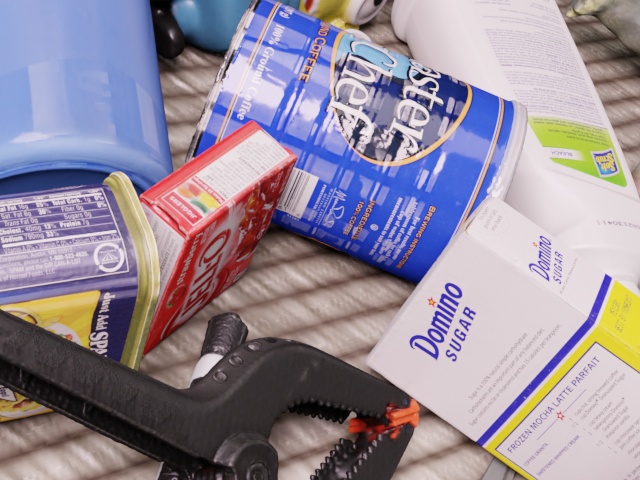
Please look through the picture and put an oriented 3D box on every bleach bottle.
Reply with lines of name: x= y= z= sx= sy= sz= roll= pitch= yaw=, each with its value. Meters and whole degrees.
bleach bottle: x=0.119 y=-0.056 z=0.608 sx=0.102 sy=0.068 sz=0.251 roll=3 pitch=51 yaw=-22

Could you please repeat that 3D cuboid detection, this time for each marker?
marker: x=-0.051 y=0.076 z=0.441 sx=0.020 sy=0.020 sz=0.121 roll=21 pitch=45 yaw=-6

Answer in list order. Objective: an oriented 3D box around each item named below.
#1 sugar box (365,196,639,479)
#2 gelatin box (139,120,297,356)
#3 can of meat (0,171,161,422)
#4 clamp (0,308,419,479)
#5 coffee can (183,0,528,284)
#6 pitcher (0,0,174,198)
sugar box: x=0.117 y=0.067 z=0.464 sx=0.176 sy=0.093 sz=0.048 roll=38 pitch=37 yaw=6
gelatin box: x=-0.053 y=0.001 z=0.459 sx=0.030 sy=0.089 sz=0.073 roll=40 pitch=46 yaw=11
can of meat: x=-0.114 y=0.027 z=0.401 sx=0.083 sy=0.102 sz=0.057 roll=-9 pitch=54 yaw=-28
clamp: x=-0.036 y=0.099 z=0.389 sx=0.209 sy=0.036 sz=0.164 roll=-1 pitch=80 yaw=-46
coffee can: x=0.015 y=-0.046 z=0.522 sx=0.140 sy=0.103 sz=0.102 roll=23 pitch=45 yaw=-3
pitcher: x=-0.147 y=-0.116 z=0.474 sx=0.149 sy=0.145 sz=0.243 roll=-15 pitch=66 yaw=2
